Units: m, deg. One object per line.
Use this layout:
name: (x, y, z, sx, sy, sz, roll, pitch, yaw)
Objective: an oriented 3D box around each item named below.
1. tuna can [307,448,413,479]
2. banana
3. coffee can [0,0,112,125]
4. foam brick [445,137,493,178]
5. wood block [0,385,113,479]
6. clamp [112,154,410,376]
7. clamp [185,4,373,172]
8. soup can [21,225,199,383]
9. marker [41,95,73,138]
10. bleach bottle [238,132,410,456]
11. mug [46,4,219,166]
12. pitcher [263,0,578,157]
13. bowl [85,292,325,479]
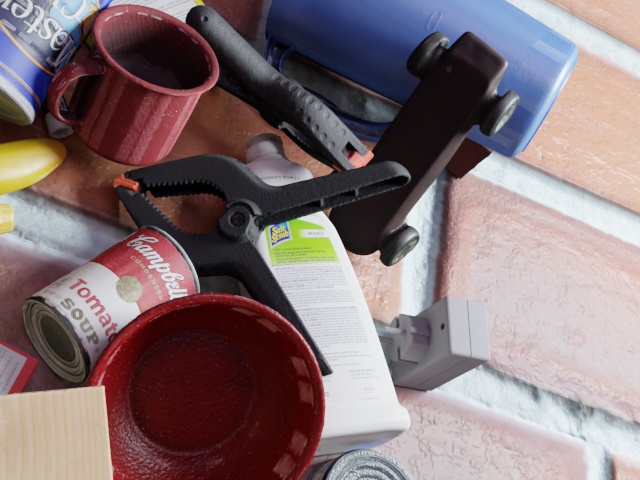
tuna can: (0.031, 0.195, 0.772, 0.086, 0.034, 0.086, 13, 60, -25)
banana: (-0.270, -0.057, 0.721, 0.197, 0.037, 0.069, 10, 64, -26)
coffee can: (-0.208, -0.166, 0.744, 0.102, 0.103, 0.140, 33, 76, -12)
foam brick: (0.138, -0.105, 0.974, 0.051, 0.053, 0.078, 42, 53, -6)
wood block: (-0.168, 0.194, 0.603, 0.090, 0.090, 0.206, -1, 76, -30)
clamp: (-0.055, 0.001, 0.765, 0.210, 0.036, 0.164, 12, 71, 12)
clamp: (-0.035, -0.112, 0.813, 0.171, 0.120, 0.039, 36, 87, 18)
soup can: (-0.142, 0.043, 0.727, 0.102, 0.069, 0.068, -36, 87, -37)
marker: (-0.211, -0.134, 0.806, 0.020, 0.020, 0.121, -10, 72, -34)
bleach bottle: (-0.012, 0.034, 0.813, 0.102, 0.068, 0.251, 0, 64, -30)
mug: (-0.139, -0.106, 0.756, 0.117, 0.082, 0.093, -14, 59, -43)
pitcher: (0.079, -0.162, 0.890, 0.243, 0.149, 0.144, 30, 42, 5)
bowl: (-0.081, 0.109, 0.712, 0.162, 0.055, 0.162, -3, 100, -16)
